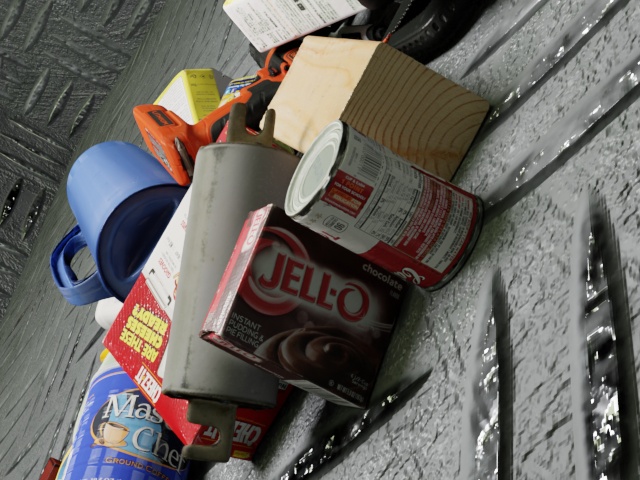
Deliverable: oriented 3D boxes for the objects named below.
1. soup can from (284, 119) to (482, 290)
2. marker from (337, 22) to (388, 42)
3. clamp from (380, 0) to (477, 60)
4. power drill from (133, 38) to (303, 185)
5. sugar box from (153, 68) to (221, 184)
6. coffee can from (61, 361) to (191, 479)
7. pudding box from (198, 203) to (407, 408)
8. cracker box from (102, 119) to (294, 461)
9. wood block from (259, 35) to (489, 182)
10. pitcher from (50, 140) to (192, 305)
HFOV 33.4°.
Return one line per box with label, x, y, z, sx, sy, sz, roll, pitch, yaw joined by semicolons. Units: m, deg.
soup can;0.038;-0.021;0.650;0.069;0.102;0.068;-52;21;29
marker;0.041;-0.200;1.035;0.020;0.020;0.121;-62;18;2
clamp;0.114;-0.220;0.831;0.210;0.036;0.164;-44;28;42
power drill;-0.082;-0.137;1.031;0.187;0.057;0.185;-29;35;-11
sugar box;-0.133;-0.092;1.184;0.093;0.048;0.176;-36;67;52
coffee can;-0.160;0.186;0.895;0.103;0.102;0.140;-48;23;38
pudding box;-0.009;0.043;0.669;0.039;0.113;0.090;-11;53;58
cracker box;-0.062;0.035;0.824;0.164;0.072;0.214;37;100;48
wood block;0.031;-0.091;0.791;0.090;0.090;0.206;-62;18;4
pitcher;-0.200;-0.021;1.111;0.243;0.149;0.145;38;115;61
